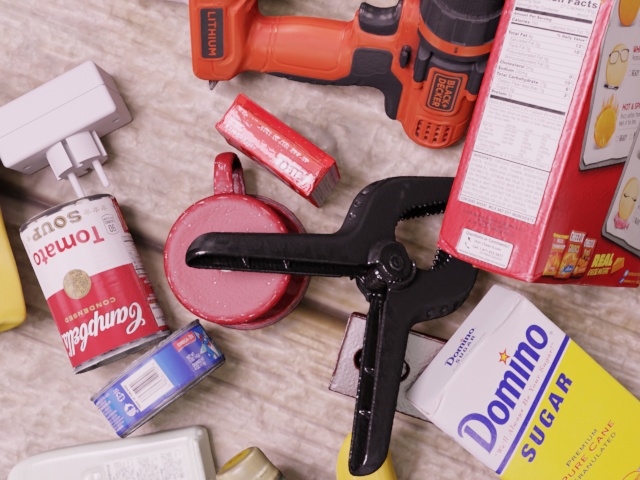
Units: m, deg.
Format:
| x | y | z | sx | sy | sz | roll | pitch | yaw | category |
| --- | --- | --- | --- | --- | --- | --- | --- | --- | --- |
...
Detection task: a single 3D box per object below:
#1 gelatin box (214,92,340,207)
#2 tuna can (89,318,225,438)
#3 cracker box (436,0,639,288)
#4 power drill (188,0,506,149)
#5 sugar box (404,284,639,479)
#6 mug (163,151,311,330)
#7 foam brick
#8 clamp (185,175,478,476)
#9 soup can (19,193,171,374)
| x | y | z | sx | sy | sz | roll | pitch | yaw | category |
| --- | --- | --- | --- | --- | --- | --- | --- | --- | --- |
| -0.025 | -0.055 | 0.683 | 0.073 | 0.089 | 0.030 | 37 | 90 | 5 | gelatin box |
| -0.103 | 0.089 | 0.685 | 0.086 | 0.086 | 0.034 | -37 | 87 | 2 | tuna can |
| 0.158 | -0.083 | 0.617 | 0.072 | 0.163 | 0.214 | 20 | 99 | 36 | cracker box |
| 0.016 | -0.136 | 0.641 | 0.187 | 0.184 | 0.057 | 14 | 56 | 4 | power drill |
| 0.147 | 0.118 | 0.657 | 0.176 | 0.048 | 0.093 | 40 | 85 | -17 | sugar box |
| -0.054 | 0.001 | 0.687 | 0.093 | 0.081 | 0.117 | -3 | 87 | 4 | mug |
| 0.050 | 0.082 | 0.691 | 0.078 | 0.051 | 0.053 | 16 | 89 | 4 | foam brick |
| 0.040 | 0.030 | 0.646 | 0.209 | 0.036 | 0.164 | -30 | 86 | -34 | clamp |
| -0.148 | 0.028 | 0.700 | 0.068 | 0.068 | 0.102 | -23 | 85 | 3 | soup can |
